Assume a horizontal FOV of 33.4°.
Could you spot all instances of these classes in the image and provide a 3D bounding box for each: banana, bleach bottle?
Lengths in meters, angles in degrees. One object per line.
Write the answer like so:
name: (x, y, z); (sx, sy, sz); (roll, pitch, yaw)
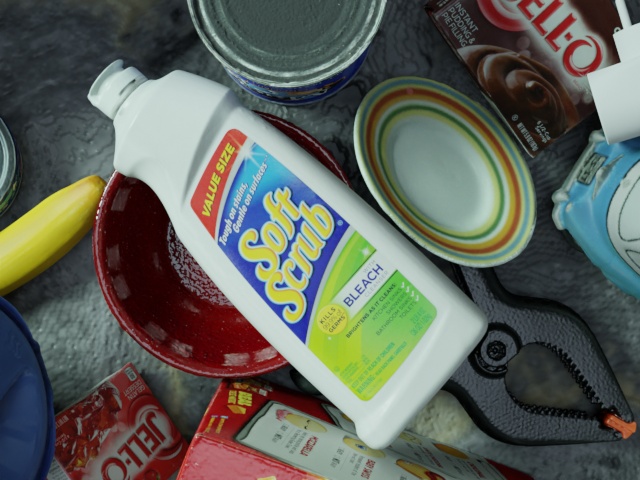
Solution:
banana: (-0.214, 0.019, 0.652); (0.197, 0.069, 0.037); (-25, 76, -7)
bleach bottle: (-0.031, -0.003, 0.597); (0.251, 0.068, 0.102); (41, 92, 0)

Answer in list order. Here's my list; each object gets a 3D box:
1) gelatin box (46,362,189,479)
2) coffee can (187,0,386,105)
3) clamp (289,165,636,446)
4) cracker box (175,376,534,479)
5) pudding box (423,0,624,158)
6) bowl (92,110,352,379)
gelatin box: (-0.127, 0.126, 0.649); (0.030, 0.089, 0.073); (-33, 92, 37)
coffee can: (-0.017, -0.132, 0.604); (0.103, 0.140, 0.103); (0, 94, 0)
clamp: (0.106, 0.056, 0.668); (0.210, 0.036, 0.164); (24, 90, -1)
cracker box: (0.027, 0.154, 0.611); (0.213, 0.164, 0.072); (20, 95, -1)
pudding box: (0.129, -0.121, 0.638); (0.090, 0.039, 0.113); (-37, 113, 7)
bowl: (-0.054, 0.001, 0.655); (0.162, 0.055, 0.162); (0, 94, 0)
